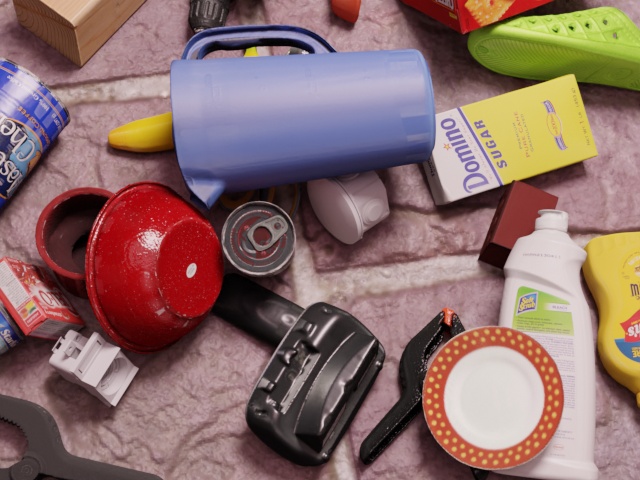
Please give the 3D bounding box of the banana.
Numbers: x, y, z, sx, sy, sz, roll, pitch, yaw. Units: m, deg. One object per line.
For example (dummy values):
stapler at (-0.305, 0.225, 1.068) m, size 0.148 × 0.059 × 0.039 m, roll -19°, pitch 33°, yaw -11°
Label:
banana at (-0.126, -0.139, 1.117) m, size 0.197 × 0.037 × 0.070 m, roll -37°, pitch 57°, yaw -19°

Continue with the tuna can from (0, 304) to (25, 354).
tuna can at (-0.312, 0.066, 0.990) m, size 0.033 × 0.086 × 0.086 m, roll -35°, pitch 76°, yaw -15°

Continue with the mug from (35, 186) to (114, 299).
mug at (-0.216, 0.018, 1.019) m, size 0.093 × 0.081 × 0.117 m, roll -18°, pitch 71°, yaw -12°

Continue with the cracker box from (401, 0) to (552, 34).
cracker box at (0.202, -0.302, 1.150) m, size 0.213 × 0.072 × 0.164 m, roll -21°, pitch 31°, yaw -13°

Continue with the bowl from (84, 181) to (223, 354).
bowl at (-0.139, 0.025, 0.983) m, size 0.055 × 0.162 × 0.162 m, roll 0°, pitch 62°, yaw 36°

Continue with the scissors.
scissors at (-0.061, -0.111, 1.081) m, size 0.096 × 0.016 × 0.202 m, roll -2°, pitch 93°, yaw 7°

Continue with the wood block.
wood block at (-0.226, -0.300, 1.140) m, size 0.091 × 0.090 × 0.206 m, roll 36°, pitch 69°, yaw 8°

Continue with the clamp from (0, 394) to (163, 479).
clamp at (-0.252, 0.207, 0.966) m, size 0.164 × 0.036 × 0.210 m, roll -35°, pitch 79°, yaw -17°

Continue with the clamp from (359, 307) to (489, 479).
clamp at (0.119, 0.150, 1.015) m, size 0.120 × 0.039 × 0.171 m, roll 18°, pitch 68°, yaw 12°

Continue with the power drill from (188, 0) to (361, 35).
power drill at (-0.046, -0.292, 1.170) m, size 0.187 × 0.057 × 0.184 m, roll 9°, pitch 68°, yaw -2°

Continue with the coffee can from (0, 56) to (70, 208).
coffee can at (-0.327, -0.095, 1.042) m, size 0.103 × 0.103 × 0.140 m, roll 30°, pitch 69°, yaw 6°

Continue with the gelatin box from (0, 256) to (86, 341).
gelatin box at (-0.264, 0.056, 0.996) m, size 0.030 × 0.089 × 0.073 m, roll -40°, pitch 75°, yaw 3°

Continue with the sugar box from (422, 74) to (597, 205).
sugar box at (0.192, -0.105, 1.114) m, size 0.176 × 0.048 × 0.093 m, roll -18°, pitch 91°, yaw -14°

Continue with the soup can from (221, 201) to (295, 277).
soup can at (-0.057, 0.001, 1.022) m, size 0.068 × 0.102 × 0.068 m, roll 0°, pitch 86°, yaw 0°

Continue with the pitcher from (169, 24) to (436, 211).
pitcher at (-0.020, -0.125, 1.012) m, size 0.243 × 0.145 × 0.149 m, roll -6°, pitch 111°, yaw -2°

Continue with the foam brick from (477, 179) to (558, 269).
foam brick at (0.201, -0.013, 1.087) m, size 0.051 × 0.053 × 0.078 m, roll 23°, pitch 68°, yaw 3°

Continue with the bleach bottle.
bleach bottle at (0.218, 0.097, 1.006) m, size 0.103 × 0.068 × 0.251 m, roll 5°, pitch 81°, yaw 11°
